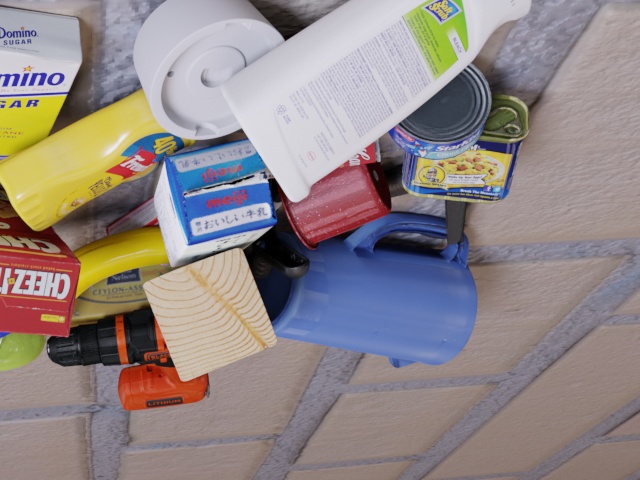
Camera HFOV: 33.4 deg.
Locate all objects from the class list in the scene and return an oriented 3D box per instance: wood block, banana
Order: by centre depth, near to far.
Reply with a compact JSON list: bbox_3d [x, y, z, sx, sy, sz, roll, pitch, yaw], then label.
[{"bbox_3d":[-0.105,0.069,0.987,0.090,0.091,0.206,-21,178,-10],"label":"wood block"},{"bbox_3d":[-0.197,0.024,1.036,0.198,0.037,0.069,-25,133,13],"label":"banana"}]

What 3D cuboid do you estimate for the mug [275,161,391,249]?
[{"bbox_3d":[0.009,-0.058,0.967,0.081,0.093,0.117,-21,117,15],"label":"mug"}]

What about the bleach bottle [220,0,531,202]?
[{"bbox_3d":[0.059,-0.135,0.758,0.251,0.068,0.102,-32,129,2],"label":"bleach bottle"}]

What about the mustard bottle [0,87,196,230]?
[{"bbox_3d":[-0.157,-0.078,0.844,0.191,0.058,0.096,-30,171,-8],"label":"mustard bottle"}]

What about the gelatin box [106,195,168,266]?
[{"bbox_3d":[-0.160,-0.008,1.071,0.089,0.030,0.073,-29,147,36],"label":"gelatin box"}]

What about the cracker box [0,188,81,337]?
[{"bbox_3d":[-0.304,0.006,0.874,0.163,0.072,0.214,7,-167,-29],"label":"cracker box"}]

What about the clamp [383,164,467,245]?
[{"bbox_3d":[0.109,-0.065,1.025,0.164,0.036,0.210,10,147,-22],"label":"clamp"}]

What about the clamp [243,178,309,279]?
[{"bbox_3d":[-0.057,0.001,1.030,0.039,0.120,0.172,-11,161,-19],"label":"clamp"}]

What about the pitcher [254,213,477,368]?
[{"bbox_3d":[0.046,0.050,1.151,0.242,0.149,0.145,11,162,-36],"label":"pitcher"}]

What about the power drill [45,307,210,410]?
[{"bbox_3d":[-0.194,0.132,1.165,0.184,0.057,0.188,-6,156,-6],"label":"power drill"}]

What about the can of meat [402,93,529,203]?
[{"bbox_3d":[0.123,-0.081,0.929,0.102,0.057,0.084,6,138,2],"label":"can of meat"}]

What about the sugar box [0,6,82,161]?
[{"bbox_3d":[-0.249,-0.107,0.812,0.093,0.048,0.176,3,155,-27],"label":"sugar box"}]

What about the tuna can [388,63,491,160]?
[{"bbox_3d":[0.094,-0.109,0.868,0.086,0.086,0.034,-7,157,-4],"label":"tuna can"}]
